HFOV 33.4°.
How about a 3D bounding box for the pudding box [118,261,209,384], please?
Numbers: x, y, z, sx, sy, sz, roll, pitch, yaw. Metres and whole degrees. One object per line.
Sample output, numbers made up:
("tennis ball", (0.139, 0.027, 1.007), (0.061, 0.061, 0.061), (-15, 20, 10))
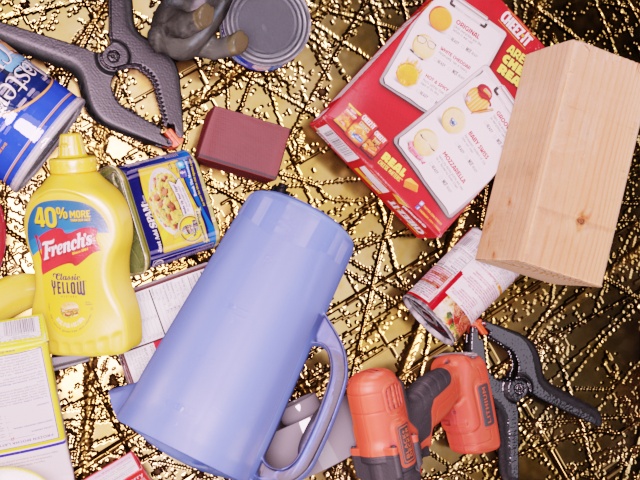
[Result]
("pudding box", (-0.139, 0.079, 0.999), (0.113, 0.039, 0.090), (-19, 93, -15))

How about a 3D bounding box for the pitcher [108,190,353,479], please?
("pitcher", (-0.058, 0.087, 0.934), (0.149, 0.145, 0.242), (35, 75, -32))

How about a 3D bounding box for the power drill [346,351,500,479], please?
("power drill", (0.100, 0.191, 0.989), (0.187, 0.057, 0.184), (-18, 99, -54))

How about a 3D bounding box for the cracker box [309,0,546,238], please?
("cracker box", (0.119, -0.133, 1.047), (0.164, 0.072, 0.213), (44, 79, -10))

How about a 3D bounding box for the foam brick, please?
("foam brick", (-0.076, -0.090, 1.010), (0.078, 0.053, 0.051), (16, 85, -13))

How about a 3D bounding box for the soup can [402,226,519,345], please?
("soup can", (0.140, 0.044, 1.049), (0.102, 0.069, 0.068), (-44, 98, -11))

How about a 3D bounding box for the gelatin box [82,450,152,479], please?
("gelatin box", (-0.191, 0.243, 0.969), (0.089, 0.030, 0.073), (-31, 132, -12))

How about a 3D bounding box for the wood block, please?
("wood block", (0.225, -0.069, 0.991), (0.090, 0.090, 0.206), (16, 85, -18))

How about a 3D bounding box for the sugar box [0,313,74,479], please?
("sugar box", (-0.271, 0.152, 0.923), (0.093, 0.048, 0.176), (-9, 125, -13))

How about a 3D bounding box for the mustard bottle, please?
("mustard bottle", (-0.210, 0.003, 0.930), (0.096, 0.058, 0.191), (0, 99, 19))

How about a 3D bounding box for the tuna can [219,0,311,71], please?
("tuna can", (-0.054, -0.207, 1.027), (0.086, 0.034, 0.086), (0, 89, -13))

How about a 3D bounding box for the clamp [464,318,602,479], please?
("clamp", (0.207, 0.148, 1.077), (0.120, 0.039, 0.171), (-24, 94, -14))

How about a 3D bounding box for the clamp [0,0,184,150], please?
("clamp", (-0.190, -0.178, 0.994), (0.164, 0.036, 0.210), (-45, 99, -11))

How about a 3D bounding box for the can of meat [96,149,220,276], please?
("can of meat", (-0.148, -0.027, 0.978), (0.083, 0.058, 0.102), (-19, 94, -35))

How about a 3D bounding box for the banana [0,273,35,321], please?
("banana", (-0.306, 0.089, 0.947), (0.069, 0.037, 0.197), (47, 69, 0))

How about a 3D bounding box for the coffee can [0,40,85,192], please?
("coffee can", (-0.293, -0.124, 0.935), (0.140, 0.103, 0.103), (37, 81, -10))
